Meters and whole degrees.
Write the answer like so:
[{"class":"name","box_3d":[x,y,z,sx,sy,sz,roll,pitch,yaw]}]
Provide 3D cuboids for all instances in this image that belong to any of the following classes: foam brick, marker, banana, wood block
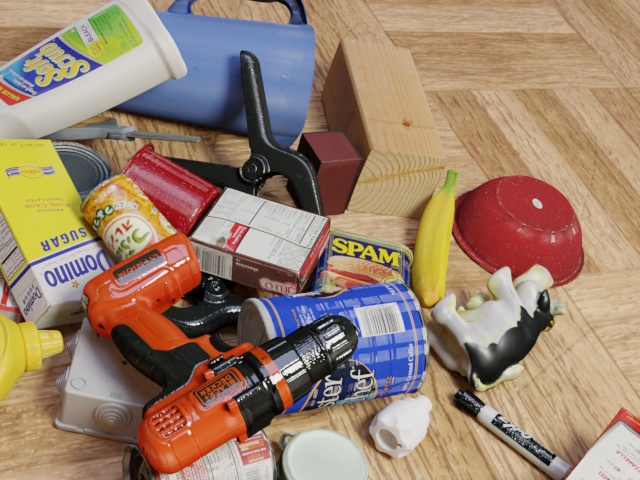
[{"class":"foam brick","box_3d":[0.003,-0.071,1.132,0.051,0.078,0.053,-8,46,-28]},{"class":"marker","box_3d":[0.173,0.176,0.974,0.121,0.020,0.020,37,44,18]},{"class":"banana","box_3d":[0.114,0.011,1.094,0.037,0.070,0.197,7,44,7]},{"class":"wood block","box_3d":[0.068,-0.131,1.213,0.090,0.090,0.206,6,42,-17]}]

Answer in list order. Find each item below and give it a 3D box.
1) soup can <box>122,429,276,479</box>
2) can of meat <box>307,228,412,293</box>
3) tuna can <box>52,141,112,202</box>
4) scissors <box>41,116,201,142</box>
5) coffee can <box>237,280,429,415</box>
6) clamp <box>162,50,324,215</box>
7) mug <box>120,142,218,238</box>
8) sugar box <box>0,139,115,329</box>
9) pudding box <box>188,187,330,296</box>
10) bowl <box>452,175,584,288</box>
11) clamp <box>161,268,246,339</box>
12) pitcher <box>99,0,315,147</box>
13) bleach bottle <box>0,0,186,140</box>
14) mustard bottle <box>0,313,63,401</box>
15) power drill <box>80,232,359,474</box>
[{"class":"soup can","box_3d":[-0.094,0.180,0.827,0.102,0.069,0.068,-9,49,-30]},{"class":"can of meat","box_3d":[0.037,0.044,1.037,0.102,0.057,0.084,13,44,-7]},{"class":"tuna can","box_3d":[-0.250,-0.057,1.050,0.086,0.034,0.086,11,42,-10]},{"class":"scissors","box_3d":[-0.195,-0.112,1.081,0.202,0.016,0.096,4,16,18]},{"class":"coffee can","box_3d":[0.009,0.093,0.927,0.140,0.103,0.103,-7,47,-20]},{"class":"clamp","box_3d":[-0.077,-0.068,1.092,0.210,0.164,0.036,53,6,9]},{"class":"mug","box_3d":[-0.149,-0.034,1.035,0.081,0.093,0.117,29,5,3]},{"class":"sugar box","box_3d":[-0.247,-0.010,0.943,0.093,0.048,0.176,-8,58,-53]},{"class":"pudding box","box_3d":[-0.057,0.001,0.995,0.113,0.039,0.090,18,40,11]},{"class":"bowl","box_3d":[0.228,-0.023,1.185,0.162,0.055,0.162,11,42,-11]},{"class":"clamp","box_3d":[-0.097,0.046,0.995,0.171,0.039,0.120,2,40,-19]},{"class":"pitcher","box_3d":[-0.129,-0.197,1.173,0.242,0.145,0.149,7,45,-10]},{"class":"bleach bottle","box_3d":[-0.264,-0.147,1.051,0.250,0.068,0.103,-31,61,-6]},{"class":"mustard bottle","box_3d":[-0.299,0.096,0.841,0.191,0.058,0.096,-8,49,-26]},{"class":"power drill","box_3d":[-0.088,0.072,0.831,0.184,0.057,0.188,-29,47,-20]}]
